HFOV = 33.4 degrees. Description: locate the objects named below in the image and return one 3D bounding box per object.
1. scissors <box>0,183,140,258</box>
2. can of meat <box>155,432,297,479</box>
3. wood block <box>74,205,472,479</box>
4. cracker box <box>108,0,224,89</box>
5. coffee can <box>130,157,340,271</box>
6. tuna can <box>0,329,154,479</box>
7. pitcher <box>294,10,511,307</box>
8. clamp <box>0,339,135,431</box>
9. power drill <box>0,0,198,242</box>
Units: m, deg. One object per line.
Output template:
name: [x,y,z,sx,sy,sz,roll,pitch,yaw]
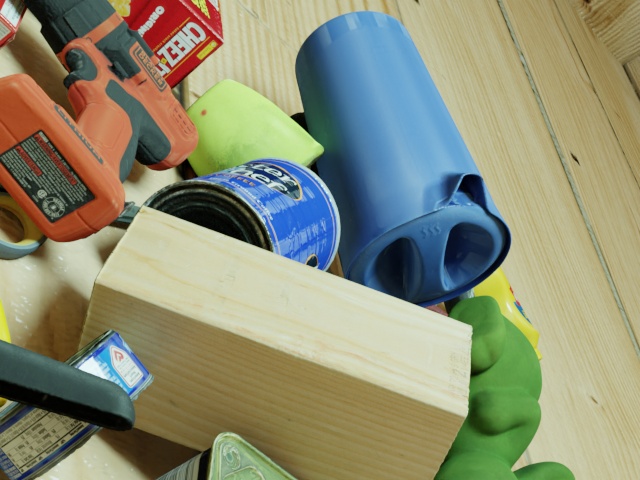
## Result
scissors: [-0.156,-0.011,0.675,0.201,0.016,0.096,30,37,-44]
can of meat: [-0.052,0.161,0.574,0.102,0.084,0.057,43,29,-28]
wood block: [-0.027,0.070,0.611,0.206,0.091,0.090,20,31,-2]
cracker box: [-0.174,-0.233,0.821,0.213,0.072,0.164,43,18,-28]
coffee can: [-0.055,0.001,0.726,0.103,0.103,0.140,57,20,1]
tuna can: [-0.127,0.082,0.531,0.034,0.086,0.086,53,25,-5]
pitcher: [0.051,-0.066,0.890,0.145,0.149,0.243,49,20,-53]
clamp: [-0.204,0.052,0.448,0.210,0.036,0.164,45,56,5]
power drill: [-0.157,-0.097,0.674,0.184,0.057,0.187,53,23,-19]
